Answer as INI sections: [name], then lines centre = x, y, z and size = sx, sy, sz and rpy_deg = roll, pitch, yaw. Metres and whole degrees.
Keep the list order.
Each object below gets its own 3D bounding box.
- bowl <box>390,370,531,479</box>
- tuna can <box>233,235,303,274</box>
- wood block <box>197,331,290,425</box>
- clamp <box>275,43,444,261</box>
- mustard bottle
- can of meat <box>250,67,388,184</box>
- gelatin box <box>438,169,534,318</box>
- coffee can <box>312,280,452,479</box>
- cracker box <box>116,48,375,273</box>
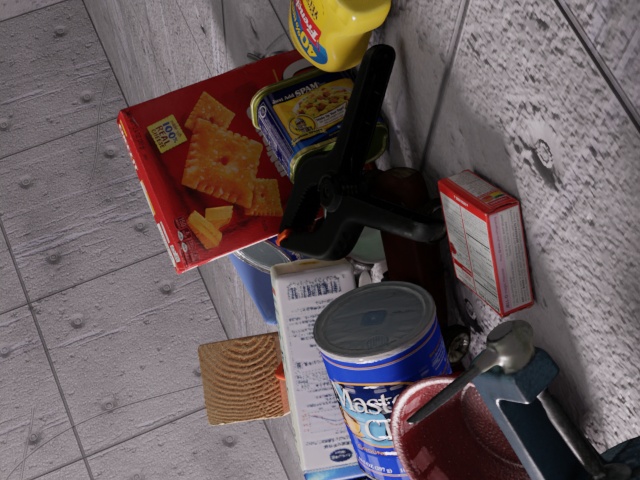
[bowl]
centre = 0.136, 0.156, 0.819
size = 0.162, 0.055, 0.162
rpy_deg = 22, 132, 26
[tuna can]
centre = -0.057, 0.001, 1.113
size = 0.086, 0.033, 0.086
rpy_deg = 23, 158, 10
[wood block]
centre = -0.064, 0.154, 1.248
size = 0.206, 0.090, 0.091
rpy_deg = 8, -107, -77
[clamp]
centre = 0.024, -0.034, 0.872
size = 0.210, 0.036, 0.164
rpy_deg = -49, 50, 47
[mustard bottle]
centre = 0.009, -0.192, 0.874
size = 0.192, 0.058, 0.096
rpy_deg = 127, 122, -77
[can of meat]
centre = 0.000, -0.105, 0.966
size = 0.084, 0.102, 0.057
rpy_deg = 59, 164, 31
[gelatin box]
centre = 0.121, 0.001, 0.778
size = 0.073, 0.030, 0.089
rpy_deg = -135, 26, -60
[coffee can]
centre = 0.061, 0.120, 0.900
size = 0.103, 0.102, 0.140
rpy_deg = -131, 20, -59
[cracker box]
centre = -0.068, -0.081, 1.034
size = 0.072, 0.213, 0.164
rpy_deg = 167, 81, -77
